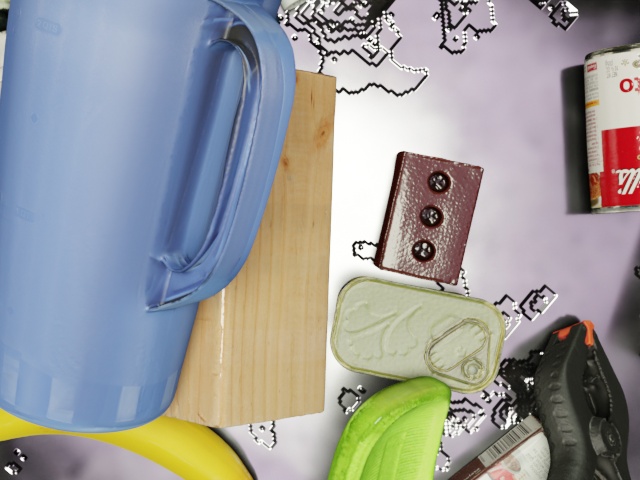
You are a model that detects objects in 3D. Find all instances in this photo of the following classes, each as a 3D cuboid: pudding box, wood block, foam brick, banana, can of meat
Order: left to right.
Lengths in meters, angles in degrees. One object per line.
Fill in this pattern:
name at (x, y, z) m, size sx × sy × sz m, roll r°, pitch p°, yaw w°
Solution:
banana at (-0.135, 0.125, 0.695) m, size 0.198 × 0.037 × 0.070 m, roll 10°, pitch 120°, yaw 3°
wood block at (-0.055, 0.001, 0.648) m, size 0.091 × 0.090 × 0.206 m, roll 3°, pitch 92°, yaw 43°
can of meat at (0.057, 0.055, 0.668) m, size 0.102 × 0.084 × 0.057 m, roll 11°, pitch 91°, yaw 0°
foam brick at (0.068, -0.015, 0.683) m, size 0.053 × 0.051 × 0.078 m, roll 12°, pitch 91°, yaw -1°
pudding box at (0.126, 0.185, 0.694) m, size 0.113 × 0.039 × 0.090 m, roll -39°, pitch 92°, yaw 2°

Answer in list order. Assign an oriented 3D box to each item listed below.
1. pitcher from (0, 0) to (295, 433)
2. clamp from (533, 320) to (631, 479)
pitcher at (-0.101, -0.025, 0.547) m, size 0.145 × 0.149 × 0.243 m, roll 11°, pitch 105°, yaw -6°
clamp at (0.158, 0.129, 0.650) m, size 0.039 × 0.120 × 0.171 m, roll -27°, pitch 59°, yaw 33°
